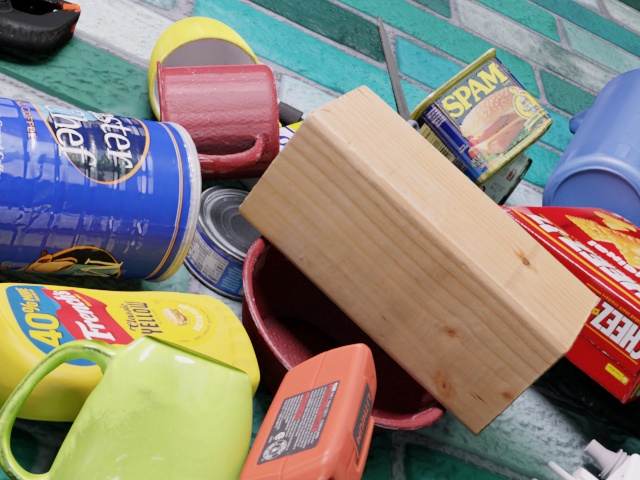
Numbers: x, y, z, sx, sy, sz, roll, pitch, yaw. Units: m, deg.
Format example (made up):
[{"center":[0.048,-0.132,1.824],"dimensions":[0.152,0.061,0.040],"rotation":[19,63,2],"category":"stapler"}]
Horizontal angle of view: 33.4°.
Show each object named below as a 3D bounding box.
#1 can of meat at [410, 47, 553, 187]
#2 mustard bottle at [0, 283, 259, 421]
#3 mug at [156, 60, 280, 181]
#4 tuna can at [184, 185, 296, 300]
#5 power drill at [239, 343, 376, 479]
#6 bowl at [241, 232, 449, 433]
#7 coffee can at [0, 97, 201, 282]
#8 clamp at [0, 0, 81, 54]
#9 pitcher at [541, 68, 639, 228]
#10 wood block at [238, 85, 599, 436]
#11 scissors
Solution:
[{"center":[0.136,-0.100,0.908],"dimensions":[0.102,0.057,0.084],"rotation":[-38,83,-24],"category":"can of meat"},{"center":[-0.135,0.060,0.584],"dimensions":[0.191,0.058,0.096],"rotation":[6,27,-32],"category":"mustard bottle"},{"center":[-0.072,-0.078,0.754],"dimensions":[0.081,0.093,0.117],"rotation":[-4,28,-8],"category":"mug"},{"center":[-0.055,0.001,0.748],"dimensions":[0.086,0.034,0.086],"rotation":[22,35,-16],"category":"tuna can"},{"center":[0.042,0.149,0.554],"dimensions":[0.187,0.057,0.184],"rotation":[57,25,-17],"category":"power drill"},{"center":[0.007,0.068,0.688],"dimensions":[0.162,0.055,0.162],"rotation":[26,35,-20],"category":"bowl"},{"center":[-0.157,-0.030,0.642],"dimensions":[0.140,0.103,0.103],"rotation":[6,42,-34],"category":"coffee can"},{"center":[-0.249,-0.163,0.792],"dimensions":[0.171,0.039,0.120],"rotation":[-2,48,-41],"category":"clamp"},{"center":[0.314,-0.074,1.053],"dimensions":[0.145,0.149,0.242],"rotation":[49,38,-1],"category":"pitcher"},{"center":[0.063,0.008,0.679],"dimensions":[0.206,0.090,0.090],"rotation":[43,31,7],"category":"wood block"},{"center":[0.065,-0.068,0.848],"dimensions":[0.096,0.016,0.201],"rotation":[-55,129,-39],"category":"scissors"}]
